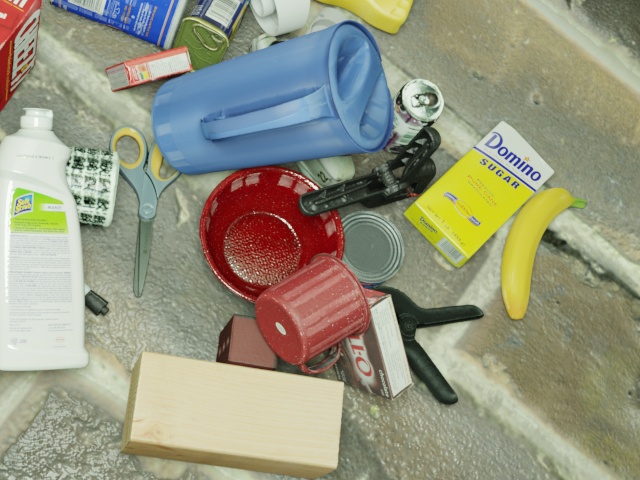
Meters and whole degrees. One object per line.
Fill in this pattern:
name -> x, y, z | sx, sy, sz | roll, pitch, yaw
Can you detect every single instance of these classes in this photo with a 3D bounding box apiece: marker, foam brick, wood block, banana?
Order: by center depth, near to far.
wood block -> -0.089, 0.179, 1.079 | 0.206, 0.090, 0.091 | 10, 69, -13
marker -> -0.269, 0.036, 1.112 | 0.121, 0.020, 0.020 | 41, 65, -1
foam brick -> -0.077, 0.114, 1.112 | 0.051, 0.078, 0.053 | 10, 67, -13
banana -> 0.257, 0.001, 1.277 | 0.069, 0.037, 0.197 | 36, 65, -1

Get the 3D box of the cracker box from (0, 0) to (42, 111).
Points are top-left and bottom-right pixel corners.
cracker box -> -0.361, -0.148, 1.068 | 0.072, 0.164, 0.213 | 30, 66, -7

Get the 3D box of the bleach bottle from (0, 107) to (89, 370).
bleach bottle -> -0.274, -0.002, 1.044 | 0.102, 0.068, 0.251 | 2, 93, -33

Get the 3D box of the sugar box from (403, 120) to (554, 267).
sugar box -> 0.191, -0.058, 1.273 | 0.093, 0.048, 0.176 | 46, 66, 2

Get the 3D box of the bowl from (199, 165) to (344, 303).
bowl -> -0.058, 0.001, 1.169 | 0.162, 0.055, 0.162 | 5, 70, -15

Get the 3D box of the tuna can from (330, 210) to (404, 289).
tuna can -> 0.050, 0.012, 1.211 | 0.086, 0.034, 0.086 | 6, 70, -15

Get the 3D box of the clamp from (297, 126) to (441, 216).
clamp -> 0.066, -0.063, 1.174 | 0.164, 0.210, 0.036 | -26, 81, 9

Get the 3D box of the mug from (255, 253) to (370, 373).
mug -> -0.009, 0.081, 1.067 | 0.081, 0.093, 0.117 | -29, 125, -31

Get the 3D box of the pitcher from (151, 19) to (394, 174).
pitcher -> -0.059, -0.136, 1.107 | 0.149, 0.243, 0.145 | 39, 51, -48

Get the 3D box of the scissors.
scissors -> -0.205, -0.044, 1.162 | 0.096, 0.016, 0.201 | 22, 66, -7

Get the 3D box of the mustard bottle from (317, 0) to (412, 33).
mustard bottle -> 0.023, -0.332, 1.310 | 0.191, 0.058, 0.096 | 21, 66, -9

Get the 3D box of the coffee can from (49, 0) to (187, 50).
coffee can -> -0.218, -0.286, 1.194 | 0.140, 0.103, 0.102 | 20, 67, -10

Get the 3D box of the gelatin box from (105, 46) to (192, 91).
gelatin box -> -0.190, -0.188, 1.176 | 0.073, 0.089, 0.030 | -19, 100, -22

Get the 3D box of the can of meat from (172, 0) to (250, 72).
can of meat -> -0.121, -0.247, 1.212 | 0.057, 0.102, 0.084 | 28, 64, -6

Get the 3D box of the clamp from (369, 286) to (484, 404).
clamp -> 0.096, 0.110, 1.190 | 0.171, 0.039, 0.120 | 15, 63, -8

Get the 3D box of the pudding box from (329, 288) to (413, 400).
pudding box -> 0.045, 0.104, 1.124 | 0.039, 0.090, 0.113 | -31, 116, -30
